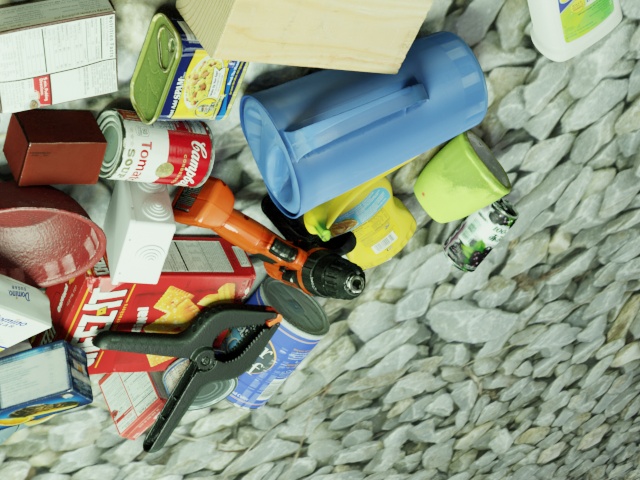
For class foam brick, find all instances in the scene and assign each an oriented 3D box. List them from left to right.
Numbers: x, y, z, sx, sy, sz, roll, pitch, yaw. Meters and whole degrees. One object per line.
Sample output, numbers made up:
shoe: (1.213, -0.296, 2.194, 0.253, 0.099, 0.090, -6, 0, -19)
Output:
foam brick: (-0.247, -0.087, 0.993, 0.078, 0.051, 0.053, -3, 134, -35)

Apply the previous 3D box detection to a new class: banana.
banana: (0.041, -0.060, 1.153, 0.197, 0.070, 0.037, -45, 138, -32)

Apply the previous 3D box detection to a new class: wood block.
wood block: (-0.013, -0.219, 0.978, 0.205, 0.091, 0.090, -1, 133, -35)

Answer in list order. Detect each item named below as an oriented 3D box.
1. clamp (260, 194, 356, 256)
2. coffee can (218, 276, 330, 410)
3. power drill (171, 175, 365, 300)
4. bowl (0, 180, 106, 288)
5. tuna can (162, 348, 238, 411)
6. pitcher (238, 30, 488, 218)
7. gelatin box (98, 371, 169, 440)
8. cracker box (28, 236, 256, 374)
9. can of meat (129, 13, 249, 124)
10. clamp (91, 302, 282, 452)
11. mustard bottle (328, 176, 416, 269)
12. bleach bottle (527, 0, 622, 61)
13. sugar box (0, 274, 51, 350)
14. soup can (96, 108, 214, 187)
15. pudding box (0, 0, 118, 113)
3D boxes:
clamp: (-0.001, 0.014, 1.253, 0.039, 0.120, 0.171, -53, 152, -16)
coffee can: (-0.070, 0.129, 1.334, 0.102, 0.103, 0.140, 14, 124, -45)
power drill: (-0.057, 0.001, 1.121, 0.187, 0.185, 0.057, 34, 79, -28)
bowl: (-0.289, -0.011, 1.026, 0.162, 0.055, 0.162, -10, 153, -5)
tuna can: (-0.142, 0.166, 1.265, 0.086, 0.034, 0.086, -18, 148, -12)
pitcher: (0.051, -0.128, 1.094, 0.242, 0.149, 0.145, -25, 138, -16)
gelatin box: (-0.224, 0.186, 1.298, 0.073, 0.089, 0.030, -43, 143, 14)
cracker box: (-0.199, 0.076, 1.202, 0.213, 0.072, 0.164, 1, 134, -37)
can of meat: (-0.121, -0.159, 0.999, 0.083, 0.057, 0.102, -5, 137, -36)
clamp: (-0.142, 0.122, 1.186, 0.209, 0.036, 0.164, -34, 122, -12)
mustard bottle: (0.042, -0.041, 1.256, 0.096, 0.058, 0.191, -36, 144, 3)
bleach bottle: (0.246, -0.301, 1.100, 0.102, 0.068, 0.250, -33, 142, 1)
sugar box: (-0.367, 0.088, 1.073, 0.176, 0.048, 0.093, -26, 149, 21)
soup can: (-0.163, -0.089, 1.039, 0.102, 0.068, 0.069, 4, 131, -38)
pudding box: (-0.233, -0.163, 0.926, 0.113, 0.039, 0.090, -17, 141, -23)
